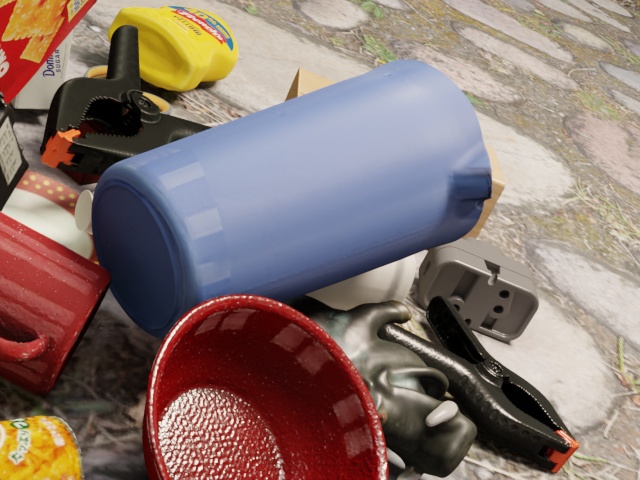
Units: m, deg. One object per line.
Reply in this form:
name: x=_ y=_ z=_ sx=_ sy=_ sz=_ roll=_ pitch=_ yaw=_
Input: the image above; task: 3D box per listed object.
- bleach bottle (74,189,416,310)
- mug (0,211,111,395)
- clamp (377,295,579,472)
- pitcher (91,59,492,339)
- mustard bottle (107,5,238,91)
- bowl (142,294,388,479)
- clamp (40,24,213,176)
bleach bottle: x=-0.055 y=0.001 z=0.782 sx=0.250 sy=0.068 sz=0.103 roll=9 pitch=26 yaw=-36
mug: x=-0.172 y=0.038 z=0.595 sx=0.081 sy=0.093 sz=0.117 roll=29 pitch=10 yaw=-6
clamp: x=0.111 y=0.104 z=0.788 sx=0.120 sy=0.039 sz=0.172 roll=-9 pitch=43 yaw=-47
pitcher: x=-0.024 y=-0.029 z=0.684 sx=0.242 sy=0.149 sz=0.145 roll=-21 pitch=74 yaw=-36
mustard bottle: x=-0.134 y=-0.200 z=1.083 sx=0.096 sy=0.058 sz=0.191 roll=35 pitch=20 yaw=5
bowl: x=-0.039 y=0.113 z=0.581 sx=0.161 sy=0.055 sz=0.162 roll=24 pitch=50 yaw=-33
clamp: x=-0.133 y=-0.087 z=0.810 sx=0.164 sy=0.036 sz=0.209 roll=38 pitch=29 yaw=-1
